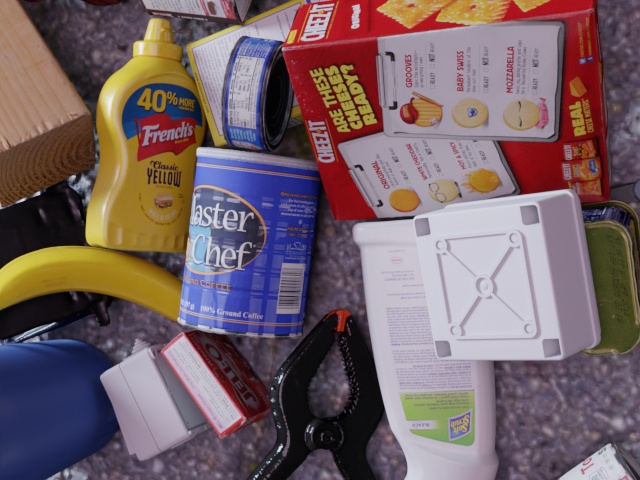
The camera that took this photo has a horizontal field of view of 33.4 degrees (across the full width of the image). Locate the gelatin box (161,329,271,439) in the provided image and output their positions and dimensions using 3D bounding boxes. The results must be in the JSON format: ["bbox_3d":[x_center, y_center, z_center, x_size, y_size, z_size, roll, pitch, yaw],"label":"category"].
[{"bbox_3d":[-0.082,0.114,0.879,0.030,0.073,0.089,-40,80,14],"label":"gelatin box"}]

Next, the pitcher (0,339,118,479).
[{"bbox_3d":[-0.263,0.151,0.846,0.149,0.242,0.145,-11,87,17],"label":"pitcher"}]

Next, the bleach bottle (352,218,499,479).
[{"bbox_3d":[0.084,0.108,0.834,0.103,0.068,0.251,-4,92,15],"label":"bleach bottle"}]

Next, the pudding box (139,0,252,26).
[{"bbox_3d":[-0.091,-0.235,0.876,0.090,0.039,0.113,9,69,17],"label":"pudding box"}]

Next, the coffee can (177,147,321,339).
[{"bbox_3d":[-0.056,0.001,0.854,0.103,0.102,0.140,8,93,17],"label":"coffee can"}]

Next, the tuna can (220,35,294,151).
[{"bbox_3d":[-0.046,-0.111,0.812,0.034,0.086,0.086,9,93,12],"label":"tuna can"}]

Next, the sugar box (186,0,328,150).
[{"bbox_3d":[-0.015,-0.146,0.871,0.176,0.048,0.093,-19,85,13],"label":"sugar box"}]

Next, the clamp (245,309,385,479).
[{"bbox_3d":[0.011,0.162,0.857,0.164,0.036,0.210,16,84,-12],"label":"clamp"}]

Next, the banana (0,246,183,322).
[{"bbox_3d":[-0.187,0.040,0.888,0.197,0.037,0.069,1,93,-18],"label":"banana"}]

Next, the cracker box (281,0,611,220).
[{"bbox_3d":[0.098,-0.103,0.782,0.214,0.072,0.164,-4,131,17],"label":"cracker box"}]

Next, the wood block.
[{"bbox_3d":[-0.279,-0.145,0.899,0.090,0.090,0.206,-28,72,-19],"label":"wood block"}]

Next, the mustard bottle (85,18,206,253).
[{"bbox_3d":[-0.140,-0.087,0.884,0.058,0.096,0.191,5,91,49],"label":"mustard bottle"}]
